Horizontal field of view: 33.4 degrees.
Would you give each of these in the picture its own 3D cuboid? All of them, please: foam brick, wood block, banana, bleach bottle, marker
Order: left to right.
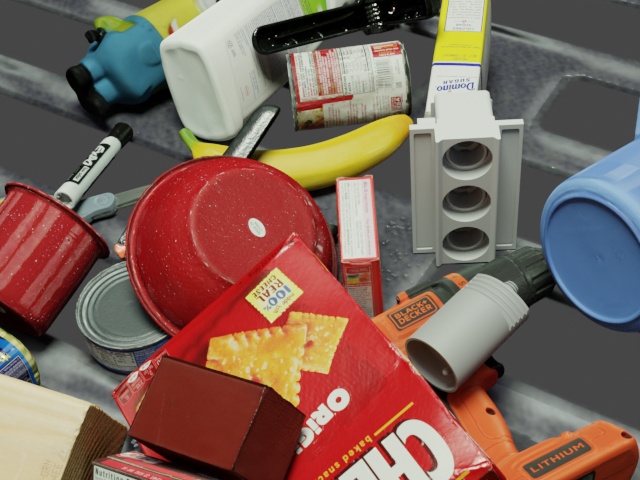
[{"bbox_3d":[-0.233,0.116,0.635,0.206,0.091,0.090,16,73,11],"label":"wood block"},{"bbox_3d":[-0.189,-0.066,0.904,0.020,0.020,0.121,8,37,14],"label":"marker"},{"bbox_3d":[-0.058,0.104,0.600,0.078,0.053,0.051,12,68,32],"label":"foam brick"},{"bbox_3d":[-0.036,-0.196,0.982,0.068,0.102,0.250,11,41,37],"label":"bleach bottle"},{"bbox_3d":[-0.019,-0.071,0.881,0.198,0.037,0.069,-2,69,-1],"label":"banana"}]

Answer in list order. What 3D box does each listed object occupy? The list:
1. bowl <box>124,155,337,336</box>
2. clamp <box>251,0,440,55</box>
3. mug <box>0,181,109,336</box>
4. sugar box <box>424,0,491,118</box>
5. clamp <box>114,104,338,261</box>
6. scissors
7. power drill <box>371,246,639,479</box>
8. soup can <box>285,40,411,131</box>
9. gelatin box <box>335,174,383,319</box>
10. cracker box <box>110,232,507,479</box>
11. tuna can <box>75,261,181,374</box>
[{"bbox_3d":[-0.055,0.001,0.763,0.162,0.055,0.162,8,66,-18],"label":"bowl"},{"bbox_3d":[0.039,-0.200,0.949,0.165,0.036,0.209,-8,13,17],"label":"clamp"},{"bbox_3d":[-0.227,0.013,0.793,0.117,0.093,0.081,22,67,23],"label":"mug"},{"bbox_3d":[0.114,-0.126,0.888,0.048,0.093,0.176,5,47,12],"label":"sugar box"},{"bbox_3d":[-0.073,-0.017,0.831,0.171,0.039,0.120,-34,79,-7],"label":"clamp"},{"bbox_3d":[-0.185,-0.014,0.870,0.202,0.016,0.096,-5,46,2],"label":"scissors"},{"bbox_3d":[0.120,0.094,0.703,0.184,0.057,0.188,-27,46,-13],"label":"power drill"},{"bbox_3d":[0.024,-0.134,0.924,0.102,0.068,0.068,-7,46,-1],"label":"soup can"},{"bbox_3d":[0.028,0.008,0.784,0.030,0.073,0.089,-5,46,2],"label":"gelatin box"},{"bbox_3d":[-0.013,0.121,0.647,0.164,0.072,0.214,-40,51,-1],"label":"cracker box"},{"bbox_3d":[-0.134,0.056,0.785,0.086,0.034,0.086,-4,46,4],"label":"tuna can"}]
